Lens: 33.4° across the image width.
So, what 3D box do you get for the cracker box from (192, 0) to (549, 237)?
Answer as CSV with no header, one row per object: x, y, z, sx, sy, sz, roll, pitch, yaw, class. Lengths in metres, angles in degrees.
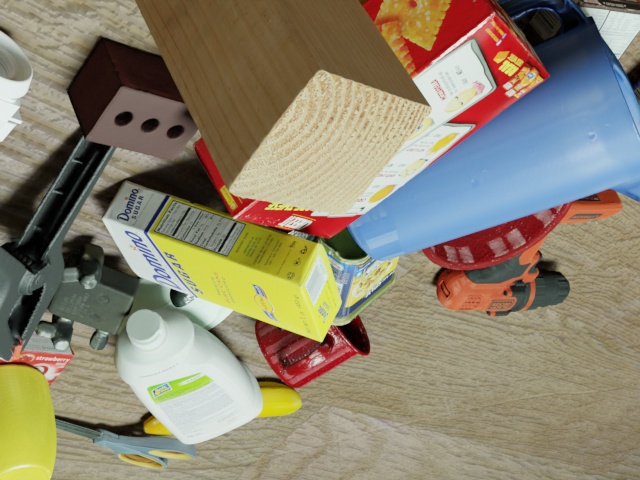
0.040,-0.094,0.747,0.214,0.072,0.164,-36,162,17,cracker box

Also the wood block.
-0.034,-0.123,0.630,0.090,0.206,0.090,9,131,-43,wood block

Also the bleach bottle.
-0.123,0.117,0.981,0.102,0.068,0.251,-25,155,-5,bleach bottle

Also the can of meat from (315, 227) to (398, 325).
0.033,0.015,0.978,0.101,0.057,0.084,-37,154,-38,can of meat

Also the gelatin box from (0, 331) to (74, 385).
-0.272,0.110,0.928,0.089,0.030,0.073,12,129,-45,gelatin box

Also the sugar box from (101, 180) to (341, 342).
-0.076,0.016,0.830,0.093,0.176,0.048,72,39,-56,sugar box

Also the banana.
-0.091,0.182,1.149,0.197,0.037,0.070,1,137,-36,banana

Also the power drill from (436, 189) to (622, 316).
0.235,0.009,1.138,0.184,0.057,0.188,-1,138,-35,power drill

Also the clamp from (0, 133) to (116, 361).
-0.220,0.020,0.764,0.164,0.036,0.210,-44,165,-54,clamp

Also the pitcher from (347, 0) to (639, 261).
0.130,-0.082,0.858,0.243,0.149,0.144,-21,149,18,pitcher

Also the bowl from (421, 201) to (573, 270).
0.158,-0.046,1.002,0.162,0.055,0.162,-14,141,-12,bowl

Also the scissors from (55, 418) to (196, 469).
-0.201,0.202,1.089,0.096,0.016,0.201,-9,152,20,scissors

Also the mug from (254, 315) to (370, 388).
-0.010,0.096,1.032,0.081,0.117,0.093,-32,107,14,mug

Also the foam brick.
-0.126,-0.096,0.741,0.078,0.051,0.053,10,131,-44,foam brick
